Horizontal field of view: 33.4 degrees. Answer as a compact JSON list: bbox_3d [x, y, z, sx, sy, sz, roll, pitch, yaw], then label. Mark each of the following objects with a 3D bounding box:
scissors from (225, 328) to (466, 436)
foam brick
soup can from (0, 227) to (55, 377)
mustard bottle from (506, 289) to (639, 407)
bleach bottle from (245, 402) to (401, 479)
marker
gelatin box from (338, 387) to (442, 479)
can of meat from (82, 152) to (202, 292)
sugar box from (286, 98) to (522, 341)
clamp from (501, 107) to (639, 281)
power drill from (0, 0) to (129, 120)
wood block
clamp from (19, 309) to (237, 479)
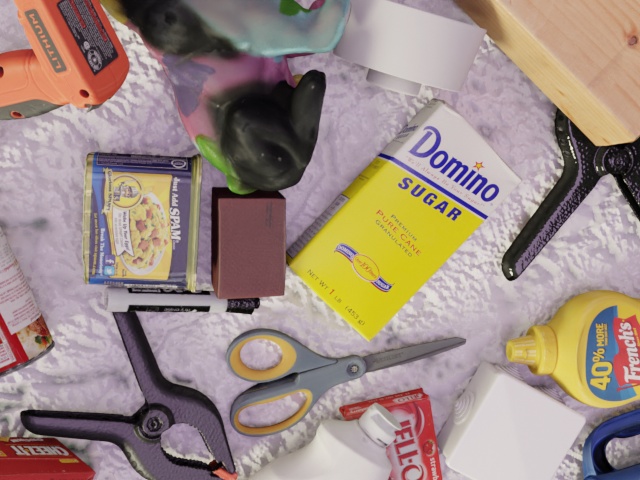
[{"bbox_3d":[0.012,0.089,0.860,0.201,0.016,0.096,-28,104,-5],"label":"scissors"},{"bbox_3d":[-0.055,0.001,0.813,0.053,0.051,0.078,0,100,-12],"label":"foam brick"},{"bbox_3d":[-0.246,0.044,0.777,0.068,0.068,0.102,-23,103,-6],"label":"soup can"},{"bbox_3d":[0.247,0.089,0.881,0.191,0.058,0.096,0,98,-10],"label":"mustard bottle"},{"bbox_3d":[-0.038,0.221,0.834,0.102,0.068,0.251,41,98,-15],"label":"bleach bottle"},{"bbox_3d":[-0.104,0.046,0.818,0.121,0.020,0.020,3,100,-22],"label":"marker"},{"bbox_3d":[0.059,0.172,0.876,0.073,0.030,0.089,-11,102,-8],"label":"gelatin box"},{"bbox_3d":[-0.133,-0.015,0.793,0.084,0.057,0.102,2,100,-9],"label":"can of meat"},{"bbox_3d":[0.064,-0.017,0.835,0.093,0.048,0.176,43,92,-15],"label":"sugar box"},{"bbox_3d":[0.242,-0.059,0.863,0.164,0.036,0.210,9,96,-11],"label":"clamp"},{"bbox_3d":[-0.234,-0.133,0.708,0.188,0.057,0.184,-13,118,30],"label":"power drill"},{"bbox_3d":[0.175,-0.174,0.785,0.206,0.090,0.091,45,91,-4],"label":"wood block"},{"bbox_3d":[-0.142,0.143,0.829,0.120,0.039,0.171,-42,101,-1],"label":"clamp"}]
